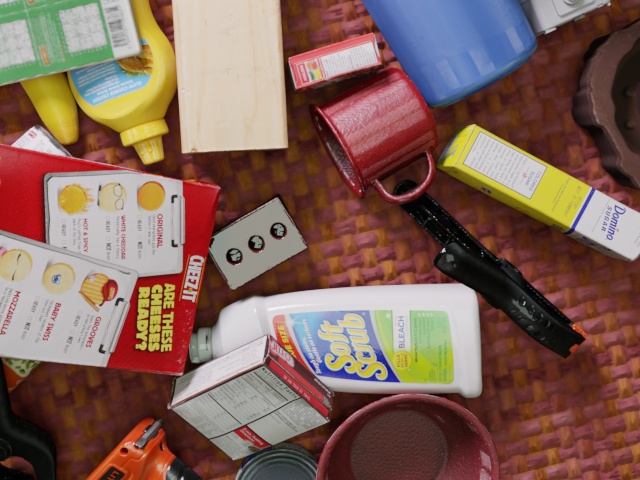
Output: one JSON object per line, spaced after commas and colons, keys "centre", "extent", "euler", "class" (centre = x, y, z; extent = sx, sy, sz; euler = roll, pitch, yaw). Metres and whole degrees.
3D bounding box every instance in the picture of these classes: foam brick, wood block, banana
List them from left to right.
{"centre": [-0.276, -0.165, 0.920], "extent": [0.198, 0.037, 0.070], "euler": [37, 113, -3], "class": "banana"}
{"centre": [-0.077, -0.178, 0.899], "extent": [0.090, 0.091, 0.206], "euler": [-3, 94, -2], "class": "wood block"}
{"centre": [-0.056, 0.001, 0.932], "extent": [0.078, 0.051, 0.053], "euler": [-31, 95, -1], "class": "foam brick"}

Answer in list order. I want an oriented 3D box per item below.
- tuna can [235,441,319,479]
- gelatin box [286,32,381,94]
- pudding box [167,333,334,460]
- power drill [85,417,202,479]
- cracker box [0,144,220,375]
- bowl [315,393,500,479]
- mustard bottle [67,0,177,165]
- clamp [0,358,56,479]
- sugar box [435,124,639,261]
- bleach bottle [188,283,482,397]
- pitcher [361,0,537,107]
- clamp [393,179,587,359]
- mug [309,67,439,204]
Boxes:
{"centre": [-0.035, 0.225, 0.957], "extent": [0.086, 0.034, 0.086], "euler": [0, 94, -3], "class": "tuna can"}
{"centre": [0.010, -0.148, 0.906], "extent": [0.073, 0.089, 0.030], "euler": [-16, 95, -2], "class": "gelatin box"}
{"centre": [-0.059, 0.135, 0.909], "extent": [0.114, 0.039, 0.090], "euler": [-28, 122, 27], "class": "pudding box"}
{"centre": [-0.126, 0.260, 0.931], "extent": [0.187, 0.057, 0.185], "euler": [41, 111, -1], "class": "power drill"}
{"centre": [-0.203, 0.014, 0.860], "extent": [0.213, 0.072, 0.164], "euler": [10, 95, -31], "class": "cracker box"}
{"centre": [0.074, 0.201, 0.942], "extent": [0.162, 0.055, 0.162], "euler": [-1, 104, -5], "class": "bowl"}
{"centre": [-0.173, -0.157, 0.909], "extent": [0.096, 0.058, 0.191], "euler": [-17, 95, 20], "class": "mustard bottle"}
{"centre": [-0.274, 0.162, 0.904], "extent": [0.120, 0.039, 0.171], "euler": [-36, 124, 15], "class": "clamp"}
{"centre": [0.191, -0.040, 0.920], "extent": [0.176, 0.093, 0.048], "euler": [30, 92, -4], "class": "sugar box"}
{"centre": [0.012, 0.093, 0.937], "extent": [0.251, 0.068, 0.102], "euler": [-4, 98, 0], "class": "bleach bottle"}
{"centre": [0.086, -0.240, 0.877], "extent": [0.145, 0.149, 0.243], "euler": [-29, 99, 5], "class": "pitcher"}
{"centre": [0.149, 0.030, 0.922], "extent": [0.209, 0.164, 0.036], "euler": [36, 104, -27], "class": "clamp"}
{"centre": [0.054, -0.085, 0.909], "extent": [0.081, 0.093, 0.117], "euler": [-30, 72, -5], "class": "mug"}
